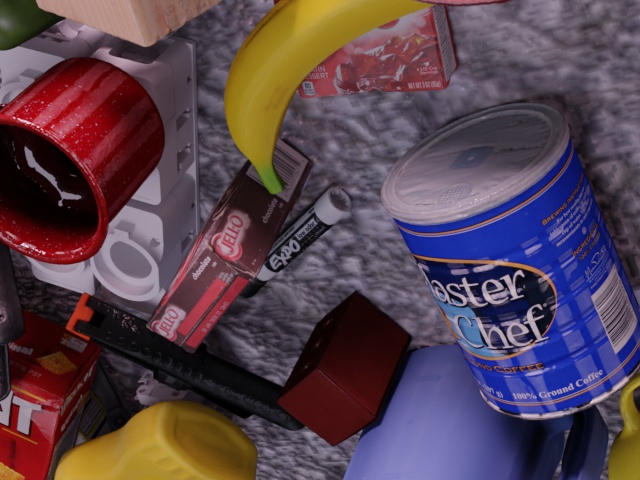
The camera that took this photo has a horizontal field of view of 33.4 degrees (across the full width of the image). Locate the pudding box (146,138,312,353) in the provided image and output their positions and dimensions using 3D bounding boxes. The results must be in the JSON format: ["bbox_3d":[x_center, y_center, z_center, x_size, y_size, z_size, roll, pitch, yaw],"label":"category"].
[{"bbox_3d":[-0.054,0.001,0.643,0.039,0.113,0.090,35,133,-8],"label":"pudding box"}]

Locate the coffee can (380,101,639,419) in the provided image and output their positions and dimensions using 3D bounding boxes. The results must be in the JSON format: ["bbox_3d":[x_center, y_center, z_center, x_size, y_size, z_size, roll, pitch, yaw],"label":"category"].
[{"bbox_3d":[0.107,0.011,0.579,0.103,0.102,0.140,-12,120,33],"label":"coffee can"}]

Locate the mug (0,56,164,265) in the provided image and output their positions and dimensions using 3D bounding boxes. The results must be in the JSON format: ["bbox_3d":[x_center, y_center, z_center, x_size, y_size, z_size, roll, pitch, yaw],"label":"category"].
[{"bbox_3d":[-0.148,-0.050,0.586,0.117,0.081,0.093,12,130,17],"label":"mug"}]

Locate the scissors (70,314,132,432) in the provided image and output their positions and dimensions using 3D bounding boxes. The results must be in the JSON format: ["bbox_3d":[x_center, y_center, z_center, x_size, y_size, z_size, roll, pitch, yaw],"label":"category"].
[{"bbox_3d":[-0.174,0.162,0.861,0.201,0.096,0.016,55,169,-23],"label":"scissors"}]

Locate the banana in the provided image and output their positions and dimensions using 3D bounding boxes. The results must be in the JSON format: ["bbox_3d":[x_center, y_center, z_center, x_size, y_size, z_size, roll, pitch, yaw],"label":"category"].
[{"bbox_3d":[0.003,-0.100,0.548,0.069,0.037,0.198,27,136,-21],"label":"banana"}]

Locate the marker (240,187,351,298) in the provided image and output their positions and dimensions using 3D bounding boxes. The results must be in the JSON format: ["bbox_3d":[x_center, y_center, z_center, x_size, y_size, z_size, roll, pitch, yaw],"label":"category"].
[{"bbox_3d":[-0.022,0.005,0.695,0.020,0.020,0.121,41,132,-8],"label":"marker"}]

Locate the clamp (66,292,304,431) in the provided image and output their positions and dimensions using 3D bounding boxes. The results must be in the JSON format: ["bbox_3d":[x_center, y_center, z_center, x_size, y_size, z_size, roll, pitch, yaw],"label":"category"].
[{"bbox_3d":[-0.095,0.088,0.745,0.171,0.039,0.120,30,160,-9],"label":"clamp"}]

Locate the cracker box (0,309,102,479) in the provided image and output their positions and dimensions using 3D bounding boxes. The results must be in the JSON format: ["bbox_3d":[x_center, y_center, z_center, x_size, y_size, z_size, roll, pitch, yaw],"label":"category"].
[{"bbox_3d":[-0.275,0.137,0.825,0.164,0.072,0.214,24,129,1],"label":"cracker box"}]

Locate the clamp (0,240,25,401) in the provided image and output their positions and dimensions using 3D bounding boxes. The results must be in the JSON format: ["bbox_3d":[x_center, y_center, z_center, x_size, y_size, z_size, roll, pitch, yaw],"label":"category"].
[{"bbox_3d":[-0.214,-0.008,0.676,0.165,0.036,0.210,146,117,-65],"label":"clamp"}]

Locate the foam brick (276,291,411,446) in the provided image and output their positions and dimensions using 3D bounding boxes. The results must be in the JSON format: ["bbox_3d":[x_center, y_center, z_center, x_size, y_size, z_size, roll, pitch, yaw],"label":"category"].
[{"bbox_3d":[0.016,0.085,0.700,0.051,0.078,0.053,39,133,-9],"label":"foam brick"}]

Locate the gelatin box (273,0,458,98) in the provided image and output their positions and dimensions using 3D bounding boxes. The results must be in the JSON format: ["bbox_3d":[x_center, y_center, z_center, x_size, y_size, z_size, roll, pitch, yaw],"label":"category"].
[{"bbox_3d":[0.022,-0.116,0.569,0.089,0.030,0.073,1,126,25],"label":"gelatin box"}]

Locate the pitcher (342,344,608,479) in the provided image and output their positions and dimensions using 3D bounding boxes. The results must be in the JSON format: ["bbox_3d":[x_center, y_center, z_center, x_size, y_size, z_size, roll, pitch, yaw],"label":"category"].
[{"bbox_3d":[0.071,0.177,0.635,0.145,0.242,0.149,22,125,9],"label":"pitcher"}]

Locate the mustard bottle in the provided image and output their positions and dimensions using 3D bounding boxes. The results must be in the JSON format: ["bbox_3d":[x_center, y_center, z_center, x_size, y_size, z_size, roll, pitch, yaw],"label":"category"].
[{"bbox_3d":[-0.142,0.180,0.799,0.192,0.058,0.096,-30,132,36],"label":"mustard bottle"}]
